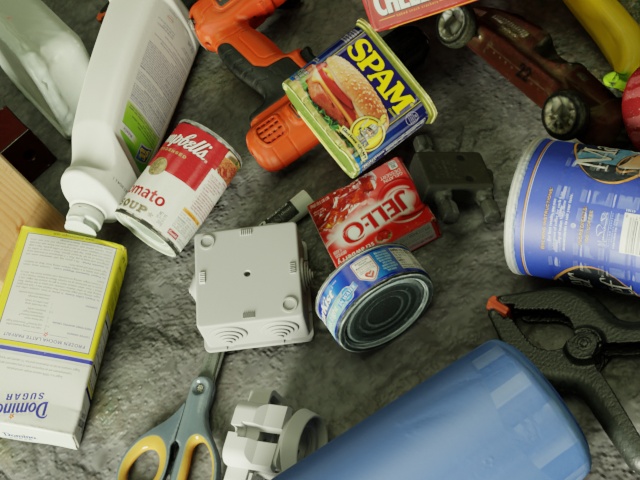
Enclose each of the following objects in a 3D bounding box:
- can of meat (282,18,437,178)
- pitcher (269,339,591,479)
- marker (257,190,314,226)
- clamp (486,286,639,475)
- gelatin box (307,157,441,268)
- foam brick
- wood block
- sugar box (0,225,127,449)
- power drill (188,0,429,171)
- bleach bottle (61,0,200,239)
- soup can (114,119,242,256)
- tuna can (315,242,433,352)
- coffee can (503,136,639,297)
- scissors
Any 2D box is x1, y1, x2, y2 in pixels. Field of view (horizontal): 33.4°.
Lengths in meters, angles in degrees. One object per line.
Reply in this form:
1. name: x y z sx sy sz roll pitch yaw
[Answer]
1. can of meat: 0.030 -0.114 0.872 0.084 0.057 0.102 -38 85 -5
2. pitcher: 0.057 0.182 0.693 0.242 0.149 0.145 -35 39 -5
3. marker: -0.056 0.001 0.904 0.121 0.020 0.020 -38 54 -4
4. clamp: 0.187 0.089 0.742 0.172 0.039 0.120 14 62 35
5. gelatin box: 0.043 -0.017 0.869 0.089 0.030 0.073 -28 54 4
6. foam brick: -0.309 -0.080 1.035 0.078 0.053 0.051 -43 55 -7
7. wood block: -0.318 -0.040 0.918 0.090 0.206 0.090 18 68 29
8. sugar box: -0.227 0.079 0.893 0.093 0.048 0.176 10 64 0
9. power drill: -0.019 -0.174 0.961 0.184 0.057 0.188 -35 62 -2
10. bleach bottle: -0.183 -0.118 0.972 0.068 0.102 0.250 -4 55 29
11. soup can: -0.124 -0.045 0.930 0.069 0.068 0.102 25 72 32
12. tuna can: 0.041 0.044 0.799 0.086 0.086 0.034 -35 56 -1
13. coffee can: 0.213 -0.013 0.754 0.140 0.102 0.102 12 65 27
14. scissors: -0.112 0.129 0.851 0.096 0.016 0.201 -10 57 16
